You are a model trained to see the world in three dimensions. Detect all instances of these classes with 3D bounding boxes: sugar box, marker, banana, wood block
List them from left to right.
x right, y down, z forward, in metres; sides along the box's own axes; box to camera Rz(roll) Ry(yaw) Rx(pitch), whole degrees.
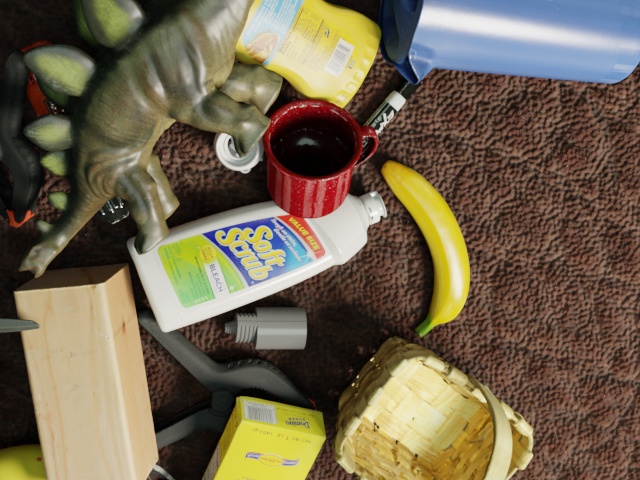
[{"bbox_3d":[-0.223,0.135,1.033,0.090,0.090,0.206,-5,100,6],"label":"wood block"},{"bbox_3d":[-0.069,0.244,1.101,0.093,0.048,0.176,15,118,-16],"label":"sugar box"},{"bbox_3d":[0.059,-0.121,1.071,0.020,0.020,0.121,39,94,-17],"label":"marker"},{"bbox_3d":[0.116,0.006,1.105,0.069,0.037,0.198,-15,106,-7],"label":"banana"}]

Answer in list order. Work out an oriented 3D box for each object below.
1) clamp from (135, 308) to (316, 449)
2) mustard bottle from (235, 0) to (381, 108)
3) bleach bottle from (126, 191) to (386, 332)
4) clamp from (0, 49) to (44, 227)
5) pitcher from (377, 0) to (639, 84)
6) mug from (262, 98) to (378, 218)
[{"bbox_3d":[-0.110,0.171,1.107,0.210,0.036,0.165,16,103,-10],"label":"clamp"},{"bbox_3d":[-0.040,-0.201,0.988,0.191,0.058,0.096,26,97,-31],"label":"mustard bottle"},{"bbox_3d":[-0.057,0.001,1.059,0.250,0.068,0.102,-22,91,-9],"label":"bleach bottle"},{"bbox_3d":[-0.311,-0.097,0.994,0.120,0.039,0.171,10,117,26],"label":"clamp"},{"bbox_3d":[0.185,-0.228,1.016,0.242,0.145,0.149,5,126,-15],"label":"pitcher"},{"bbox_3d":[0.001,-0.078,1.021,0.117,0.081,0.093,-22,64,-16],"label":"mug"}]
